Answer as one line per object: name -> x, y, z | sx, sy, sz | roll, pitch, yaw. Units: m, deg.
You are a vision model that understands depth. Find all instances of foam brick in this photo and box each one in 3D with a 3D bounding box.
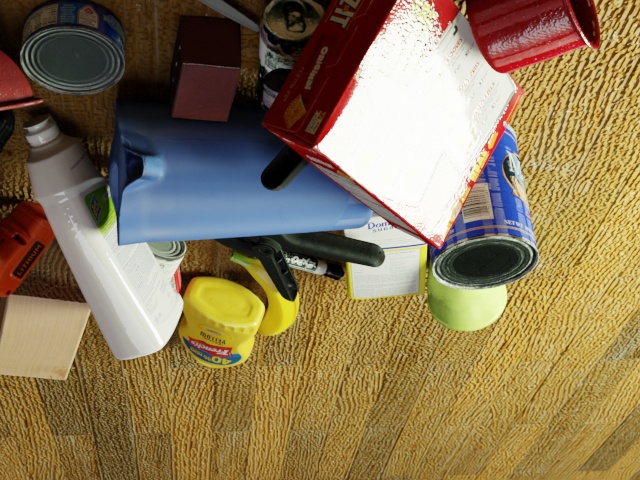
foam brick -> -0.100, -0.146, 0.915 | 0.051, 0.053, 0.078 | 4, 148, -14

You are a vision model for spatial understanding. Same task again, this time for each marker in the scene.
marker -> -0.023, 0.025, 1.242 | 0.120, 0.020, 0.020 | 17, 143, -31

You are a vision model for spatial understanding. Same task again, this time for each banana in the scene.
banana -> -0.058, 0.069, 1.299 | 0.070, 0.037, 0.198 | 19, 151, 19

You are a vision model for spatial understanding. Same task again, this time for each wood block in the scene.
wood block -> -0.318, 0.075, 1.222 | 0.090, 0.090, 0.206 | 7, 148, -18

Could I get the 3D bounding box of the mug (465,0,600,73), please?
mug -> 0.163, -0.193, 0.848 | 0.082, 0.093, 0.117 | -17, 117, 29

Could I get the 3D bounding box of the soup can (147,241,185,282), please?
soup can -> -0.197, 0.035, 1.161 | 0.068, 0.068, 0.102 | 15, 122, -29

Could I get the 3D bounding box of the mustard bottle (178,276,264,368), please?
mustard bottle -> -0.129, 0.113, 1.329 | 0.096, 0.058, 0.192 | 20, 151, -1

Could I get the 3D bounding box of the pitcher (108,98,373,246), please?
pitcher -> -0.076, -0.064, 1.000 | 0.242, 0.149, 0.145 | -1, 133, -12

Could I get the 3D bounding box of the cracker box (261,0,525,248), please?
cracker box -> 0.067, -0.110, 0.881 | 0.072, 0.164, 0.213 | 26, 175, 40

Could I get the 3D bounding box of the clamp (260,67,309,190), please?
clamp -> 0.012, -0.110, 0.916 | 0.171, 0.039, 0.120 | -21, 145, -35

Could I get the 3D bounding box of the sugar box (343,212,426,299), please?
sugar box -> 0.072, 0.004, 1.195 | 0.093, 0.048, 0.176 | -4, 146, 1

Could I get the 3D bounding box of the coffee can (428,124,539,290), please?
coffee can -> 0.151, -0.037, 1.042 | 0.103, 0.140, 0.103 | -3, 149, -2

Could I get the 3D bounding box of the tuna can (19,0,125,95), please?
tuna can -> -0.207, -0.161, 0.894 | 0.086, 0.034, 0.086 | -3, 149, -2

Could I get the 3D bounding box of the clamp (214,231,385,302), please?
clamp -> -0.058, 0.001, 1.150 | 0.209, 0.036, 0.165 | 27, 145, -22

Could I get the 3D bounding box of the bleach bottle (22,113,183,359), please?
bleach bottle -> -0.218, -0.010, 1.042 | 0.068, 0.102, 0.251 | -15, 116, 15

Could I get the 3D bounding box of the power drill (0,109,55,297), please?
power drill -> -0.325, -0.030, 1.023 | 0.184, 0.057, 0.187 | -52, 158, -6

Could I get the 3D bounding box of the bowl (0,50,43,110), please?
bowl -> -0.312, -0.129, 0.869 | 0.162, 0.055, 0.162 | -6, -169, 1
